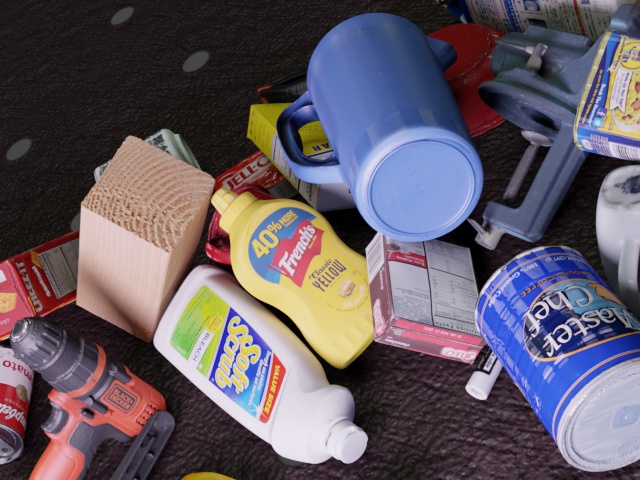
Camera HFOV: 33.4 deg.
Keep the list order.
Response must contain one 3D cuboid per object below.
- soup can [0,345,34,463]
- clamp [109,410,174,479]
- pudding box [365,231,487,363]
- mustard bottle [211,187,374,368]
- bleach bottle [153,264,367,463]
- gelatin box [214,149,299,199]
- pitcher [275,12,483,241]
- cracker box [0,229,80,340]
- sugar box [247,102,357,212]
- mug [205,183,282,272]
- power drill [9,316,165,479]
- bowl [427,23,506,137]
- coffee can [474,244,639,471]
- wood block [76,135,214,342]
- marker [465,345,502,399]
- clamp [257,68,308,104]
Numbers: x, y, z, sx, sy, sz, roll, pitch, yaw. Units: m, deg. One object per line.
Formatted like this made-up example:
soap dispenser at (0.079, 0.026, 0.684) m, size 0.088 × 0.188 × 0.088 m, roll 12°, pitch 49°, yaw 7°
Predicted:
soup can at (-0.327, 0.164, 1.073) m, size 0.068 × 0.068 × 0.102 m, roll -21°, pitch 41°, yaw 14°
clamp at (-0.180, 0.249, 0.895) m, size 0.210 × 0.036 × 0.165 m, roll -46°, pitch 25°, yaw -7°
pudding box at (0.089, 0.044, 0.906) m, size 0.113 × 0.090 × 0.039 m, roll -92°, pitch 24°, yaw -44°
mustard bottle at (-0.022, 0.019, 0.948) m, size 0.192 × 0.058 × 0.096 m, roll 40°, pitch 66°, yaw 11°
bleach bottle at (-0.046, 0.114, 0.937) m, size 0.251 × 0.068 × 0.102 m, roll 29°, pitch 87°, yaw 45°
gelatin box at (-0.068, -0.061, 1.158) m, size 0.089 × 0.030 × 0.073 m, roll -32°, pitch 40°, yaw 1°
pitcher at (0.056, -0.099, 0.962) m, size 0.149 × 0.144 × 0.243 m, roll -62°, pitch 20°, yaw 25°
cracker box at (-0.332, 0.063, 1.096) m, size 0.164 × 0.072 × 0.213 m, roll -24°, pitch 5°, yaw 10°
sugar box at (0.000, -0.091, 1.101) m, size 0.093 × 0.048 × 0.176 m, roll -8°, pitch 30°, yaw -26°
mug at (-0.057, 0.001, 1.032) m, size 0.082 × 0.093 × 0.117 m, roll 21°, pitch 24°, yaw 39°
power drill at (-0.243, 0.174, 0.934) m, size 0.057 × 0.184 × 0.187 m, roll 28°, pitch 78°, yaw 47°
bowl at (0.142, -0.176, 1.117) m, size 0.162 × 0.055 × 0.162 m, roll -18°, pitch 42°, yaw 17°
coffee can at (0.190, 0.084, 0.788) m, size 0.103 × 0.102 × 0.140 m, roll -32°, pitch 40°, yaw 2°
wood block at (-0.170, 0.005, 1.016) m, size 0.091 × 0.206 × 0.090 m, roll 27°, pitch 60°, yaw 1°
marker at (0.155, 0.077, 0.882) m, size 0.020 × 0.020 × 0.121 m, roll 11°, pitch 56°, yaw 40°
clamp at (0.004, -0.179, 1.205) m, size 0.172 × 0.039 × 0.120 m, roll -20°, pitch 13°, yaw 20°
